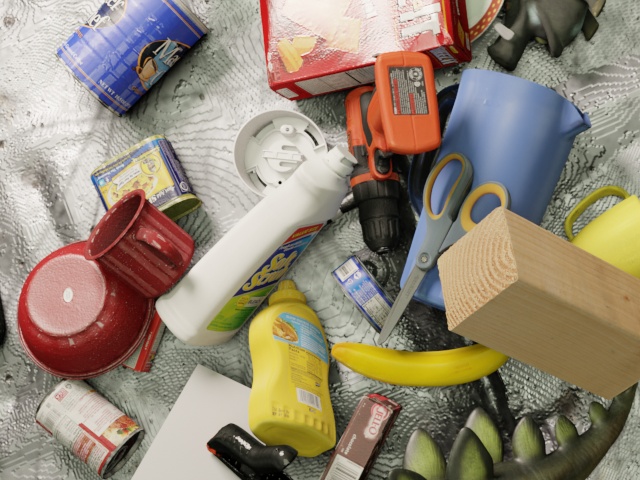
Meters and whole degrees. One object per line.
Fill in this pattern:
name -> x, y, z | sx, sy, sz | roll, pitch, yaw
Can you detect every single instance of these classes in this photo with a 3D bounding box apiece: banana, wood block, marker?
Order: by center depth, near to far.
wood block -> 0.220, 0.062, 0.996 | 0.091, 0.205, 0.090 | -44, 34, 36
banana -> 0.113, 0.123, 1.111 | 0.198, 0.037, 0.069 | -9, 116, 14
marker -> -0.006, -0.018, 1.166 | 0.121, 0.020, 0.020 | -32, 80, 5

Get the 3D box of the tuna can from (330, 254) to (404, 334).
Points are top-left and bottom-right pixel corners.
tuna can -> 0.050, 0.057, 1.114 | 0.034, 0.086, 0.086 | -39, 79, 2

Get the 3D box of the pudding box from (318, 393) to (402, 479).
pudding box -> 0.041, 0.214, 1.097 | 0.039, 0.090, 0.113 | 28, 90, 13

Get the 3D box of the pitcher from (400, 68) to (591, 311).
pitcher -> 0.162, -0.046, 1.093 | 0.145, 0.149, 0.243 | 20, 91, -4

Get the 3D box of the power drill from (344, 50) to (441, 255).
power drill -> 0.067, -0.093, 1.074 | 0.057, 0.188, 0.184 | -4, 76, -13

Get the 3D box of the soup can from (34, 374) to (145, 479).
soup can -> -0.252, 0.202, 1.163 | 0.102, 0.068, 0.068 | 36, 91, 12

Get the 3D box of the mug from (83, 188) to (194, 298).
mug -> -0.179, 0.007, 1.105 | 0.081, 0.117, 0.093 | 42, 69, -26

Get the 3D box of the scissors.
scissors -> 0.121, 0.016, 1.026 | 0.096, 0.016, 0.202 | 16, 93, 28

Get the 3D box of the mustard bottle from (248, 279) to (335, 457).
mustard bottle -> -0.032, 0.122, 1.108 | 0.058, 0.096, 0.191 | -35, 42, 34

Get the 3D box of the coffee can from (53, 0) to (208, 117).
coffee can -> -0.209, -0.222, 1.182 | 0.140, 0.102, 0.103 | -44, 79, 3

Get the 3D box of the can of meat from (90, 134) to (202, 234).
can of meat -> -0.196, -0.057, 1.186 | 0.102, 0.057, 0.084 | -28, 78, 6

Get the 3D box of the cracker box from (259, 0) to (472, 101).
cracker box -> 0.041, -0.253, 1.132 | 0.214, 0.072, 0.164 | -9, 80, 24

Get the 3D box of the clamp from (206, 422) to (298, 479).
clamp -> -0.056, 0.212, 1.017 | 0.172, 0.120, 0.039 | 22, 50, 41

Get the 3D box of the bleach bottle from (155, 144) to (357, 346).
bleach bottle -> -0.057, 0.001, 1.105 | 0.251, 0.102, 0.068 | -48, 66, 17

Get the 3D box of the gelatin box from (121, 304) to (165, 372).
gelatin box -> -0.221, 0.098, 1.187 | 0.089, 0.030, 0.073 | 19, 88, 14

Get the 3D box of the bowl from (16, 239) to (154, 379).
bowl -> -0.264, 0.066, 1.151 | 0.162, 0.055, 0.162 | -4, 70, 10
